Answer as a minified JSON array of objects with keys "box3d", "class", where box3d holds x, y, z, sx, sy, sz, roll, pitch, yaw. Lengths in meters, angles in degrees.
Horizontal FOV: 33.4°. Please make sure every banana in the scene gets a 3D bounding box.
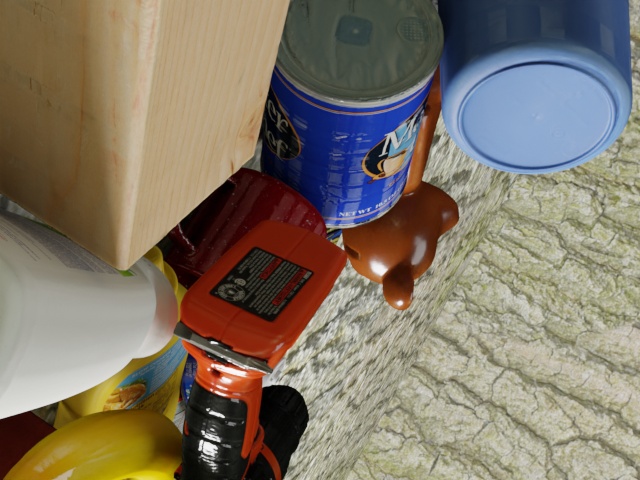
[{"box3d":[-0.109,0.122,0.578,0.069,0.037,0.197,-59,164,-11],"class":"banana"}]

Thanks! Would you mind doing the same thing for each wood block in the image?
[{"box3d":[-0.064,-0.102,0.355,0.090,0.090,0.206,-48,164,-40],"class":"wood block"}]

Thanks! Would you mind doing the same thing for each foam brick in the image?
[{"box3d":[-0.174,0.138,0.577,0.078,0.051,0.053,-46,163,-44],"class":"foam brick"}]

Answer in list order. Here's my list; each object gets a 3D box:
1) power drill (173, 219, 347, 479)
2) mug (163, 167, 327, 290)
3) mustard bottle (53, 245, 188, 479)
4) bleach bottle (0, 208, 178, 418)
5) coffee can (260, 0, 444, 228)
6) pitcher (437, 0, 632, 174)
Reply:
[{"box3d":[-0.038,0.086,0.582,0.184,0.057,0.188,-52,159,-56],"class":"power drill"},{"box3d":[-0.054,0.001,0.671,0.117,0.093,0.081,47,64,-39],"class":"mug"},{"box3d":[-0.115,0.073,0.634,0.096,0.058,0.192,-39,158,-42],"class":"mustard bottle"},{"box3d":[-0.111,0.026,0.437,0.068,0.103,0.250,-58,167,2],"class":"bleach bottle"},{"box3d":[0.015,-0.086,0.667,0.102,0.103,0.140,-53,166,-27],"class":"coffee can"},{"box3d":[0.141,-0.168,0.670,0.149,0.145,0.242,91,4,-53],"class":"pitcher"}]
